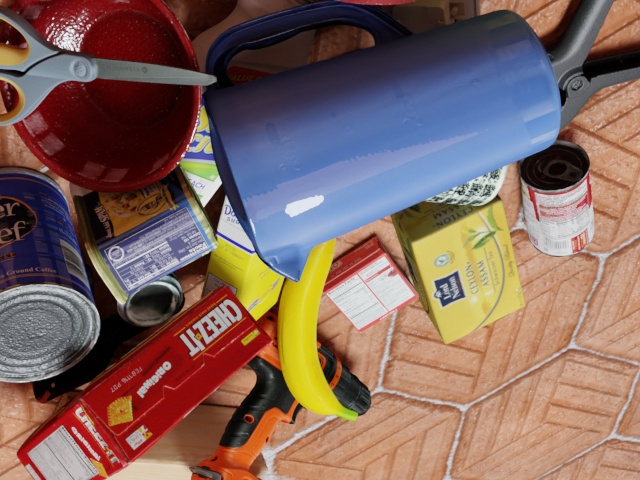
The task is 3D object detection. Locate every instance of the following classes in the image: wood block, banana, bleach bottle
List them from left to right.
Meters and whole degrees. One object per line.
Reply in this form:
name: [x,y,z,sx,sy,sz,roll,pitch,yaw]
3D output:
wood block: [-0.171,0.223,1.089,0.205,0.090,0.091,12,124,-33]
bleach bottle: [-0.090,-0.111,0.836,0.102,0.068,0.251,22,116,-38]
banana: [-0.010,0.086,1.024,0.069,0.037,0.198,-13,104,-26]

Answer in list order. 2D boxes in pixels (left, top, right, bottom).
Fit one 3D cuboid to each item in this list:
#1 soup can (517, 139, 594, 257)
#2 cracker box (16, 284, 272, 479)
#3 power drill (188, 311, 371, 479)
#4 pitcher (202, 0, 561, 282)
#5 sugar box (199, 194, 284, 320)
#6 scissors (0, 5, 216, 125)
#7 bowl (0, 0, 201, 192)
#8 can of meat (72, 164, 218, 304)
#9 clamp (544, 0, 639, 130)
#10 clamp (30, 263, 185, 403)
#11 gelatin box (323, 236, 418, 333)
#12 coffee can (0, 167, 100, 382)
soup can: [0.234,-0.040,1.054,0.068,0.068,0.102,-24,137,-3]
cracker box: [-0.157,0.135,0.913,0.164,0.072,0.214,-39,-179,-35]
power drill: [-0.037,0.188,1.073,0.184,0.057,0.187,40,64,-34]
pitcher: [0.040,-0.090,0.774,0.242,0.145,0.149,-20,130,-5]
sugar box: [-0.056,0.001,0.938,0.093,0.048,0.176,-44,160,-49]
scissors: [-0.174,-0.105,0.743,0.202,0.016,0.096,21,120,7]
bowl: [-0.149,-0.118,0.770,0.162,0.055,0.162,7,111,18]
can of meat: [-0.128,-0.013,0.786,0.084,0.102,0.057,-28,126,-3]
clamp: [0.234,-0.150,0.972,0.210,0.036,0.164,-44,134,19]
clamp: [-0.218,0.085,0.971,0.172,0.039,0.120,-41,136,14]
gelatin box: [0.047,0.045,1.070,0.073,0.030,0.089,-33,136,7]
coffee can: [-0.236,0.025,0.834,0.102,0.140,0.103,-14,135,-14]
